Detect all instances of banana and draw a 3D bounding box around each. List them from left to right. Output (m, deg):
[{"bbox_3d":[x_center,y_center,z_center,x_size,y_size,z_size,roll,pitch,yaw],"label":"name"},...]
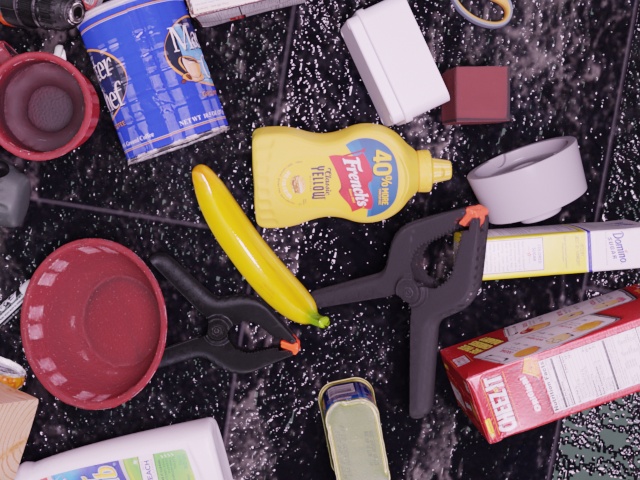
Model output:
[{"bbox_3d":[-0.061,0.012,1.034,0.037,0.070,0.198,-38,85,-32],"label":"banana"}]

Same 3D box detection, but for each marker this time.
[{"bbox_3d":[-0.305,0.065,1.053,0.121,0.020,0.020,-42,95,2],"label":"marker"}]

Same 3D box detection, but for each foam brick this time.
[{"bbox_3d":[0.148,-0.138,1.021,0.053,0.078,0.051,-2,94,-4],"label":"foam brick"}]

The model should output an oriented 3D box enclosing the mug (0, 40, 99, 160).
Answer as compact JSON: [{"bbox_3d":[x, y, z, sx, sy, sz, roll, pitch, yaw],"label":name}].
[{"bbox_3d":[-0.252,-0.128,0.954,0.093,0.081,0.117,-40,95,2],"label":"mug"}]

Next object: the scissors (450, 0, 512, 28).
[{"bbox_3d":[0.118,-0.290,1.038,0.201,0.016,0.096,41,91,-4],"label":"scissors"}]

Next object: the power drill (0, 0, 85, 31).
[{"bbox_3d":[-0.267,-0.288,0.974,0.185,0.057,0.187,18,90,28],"label":"power drill"}]

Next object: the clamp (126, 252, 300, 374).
[{"bbox_3d":[-0.104,0.076,1.051,0.171,0.039,0.120,4,100,1],"label":"clamp"}]

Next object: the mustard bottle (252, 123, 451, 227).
[{"bbox_3d":[0.031,-0.064,1.031,0.191,0.058,0.096,-3,110,-3],"label":"mustard bottle"}]

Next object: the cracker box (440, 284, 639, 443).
[{"bbox_3d":[0.233,0.111,1.000,0.213,0.164,0.072,-20,93,0],"label":"cracker box"}]

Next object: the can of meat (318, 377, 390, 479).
[{"bbox_3d":[0.034,0.193,1.041,0.057,0.084,0.102,-11,95,-1],"label":"can of meat"}]

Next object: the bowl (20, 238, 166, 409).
[{"bbox_3d":[-0.206,0.079,1.023,0.162,0.055,0.162,0,89,22],"label":"bowl"}]

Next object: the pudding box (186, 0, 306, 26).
[{"bbox_3d":[-0.068,-0.234,1.000,0.113,0.090,0.039,-15,95,0],"label":"pudding box"}]

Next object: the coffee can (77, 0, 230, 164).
[{"bbox_3d":[-0.156,-0.154,0.998,0.103,0.103,0.140,-19,95,0],"label":"coffee can"}]

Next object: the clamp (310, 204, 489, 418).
[{"bbox_3d":[0.094,0.055,0.994,0.164,0.036,0.210,50,121,13],"label":"clamp"}]

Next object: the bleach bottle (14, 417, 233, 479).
[{"bbox_3d":[-0.215,0.251,1.051,0.251,0.068,0.102,-15,95,2],"label":"bleach bottle"}]

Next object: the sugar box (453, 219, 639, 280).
[{"bbox_3d":[0.221,0.009,1.027,0.176,0.093,0.048,-2,95,-1],"label":"sugar box"}]
